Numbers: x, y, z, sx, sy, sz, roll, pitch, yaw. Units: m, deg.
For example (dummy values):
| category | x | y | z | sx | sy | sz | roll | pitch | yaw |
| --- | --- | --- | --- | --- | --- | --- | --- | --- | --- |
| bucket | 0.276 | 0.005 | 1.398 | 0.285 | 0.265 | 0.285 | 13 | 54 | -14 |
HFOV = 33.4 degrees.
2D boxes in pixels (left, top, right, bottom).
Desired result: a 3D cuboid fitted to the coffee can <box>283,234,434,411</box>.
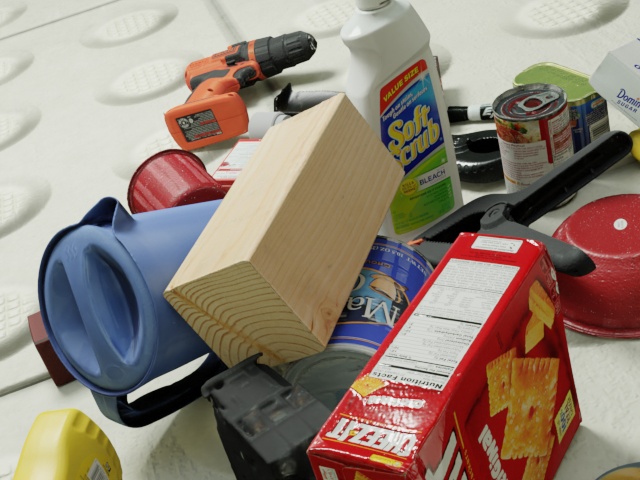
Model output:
| category | x | y | z | sx | sy | sz | roll | pitch | yaw |
| --- | --- | --- | --- | --- | --- | --- | --- | --- | --- |
| coffee can | 0.034 | 0.077 | 0.822 | 0.103 | 0.103 | 0.140 | -5 | 34 | 17 |

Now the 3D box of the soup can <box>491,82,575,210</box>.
| category | x | y | z | sx | sy | sz | roll | pitch | yaw |
| --- | --- | --- | --- | --- | --- | --- | --- | --- | --- |
| soup can | 0.201 | -0.086 | 0.994 | 0.068 | 0.102 | 0.068 | -12 | 33 | 7 |

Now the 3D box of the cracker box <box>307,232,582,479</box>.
| category | x | y | z | sx | sy | sz | roll | pitch | yaw |
| --- | --- | --- | --- | --- | --- | --- | --- | --- | --- |
| cracker box | 0.091 | 0.122 | 0.671 | 0.072 | 0.164 | 0.213 | 5 | 38 | 33 |

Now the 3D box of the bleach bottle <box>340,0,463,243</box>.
| category | x | y | z | sx | sy | sz | roll | pitch | yaw |
| --- | --- | --- | --- | --- | --- | --- | --- | --- | --- |
| bleach bottle | 0.062 | -0.111 | 0.954 | 0.102 | 0.251 | 0.068 | -24 | 33 | -12 |

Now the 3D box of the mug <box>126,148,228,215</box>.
| category | x | y | z | sx | sy | sz | roll | pitch | yaw |
| --- | --- | --- | --- | --- | --- | --- | --- | --- | --- |
| mug | -0.146 | -0.026 | 1.085 | 0.117 | 0.093 | 0.082 | -52 | 42 | 2 |

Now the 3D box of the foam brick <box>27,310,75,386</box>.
| category | x | y | z | sx | sy | sz | roll | pitch | yaw |
| --- | --- | --- | --- | --- | --- | --- | --- | --- | --- |
| foam brick | -0.218 | 0.086 | 0.969 | 0.078 | 0.053 | 0.051 | -24 | 33 | -13 |

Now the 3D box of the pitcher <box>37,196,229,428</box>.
| category | x | y | z | sx | sy | sz | roll | pitch | yaw |
| --- | --- | --- | --- | --- | --- | --- | --- | --- | --- |
| pitcher | -0.098 | 0.040 | 0.877 | 0.242 | 0.145 | 0.149 | -17 | -22 | -50 |

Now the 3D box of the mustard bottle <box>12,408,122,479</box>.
| category | x | y | z | sx | sy | sz | roll | pitch | yaw |
| --- | --- | --- | --- | --- | --- | --- | --- | --- | --- |
| mustard bottle | -0.190 | 0.212 | 0.724 | 0.058 | 0.096 | 0.191 | -7 | 34 | 13 |

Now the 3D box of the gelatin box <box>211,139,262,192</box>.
| category | x | y | z | sx | sy | sz | roll | pitch | yaw |
| --- | --- | --- | --- | --- | --- | --- | --- | --- | --- |
| gelatin box | -0.070 | -0.077 | 1.171 | 0.073 | 0.030 | 0.089 | 2 | 37 | 24 |

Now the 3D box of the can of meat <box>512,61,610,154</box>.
| category | x | y | z | sx | sy | sz | roll | pitch | yaw |
| --- | --- | --- | --- | --- | --- | --- | --- | --- | --- |
| can of meat | 0.237 | -0.120 | 1.047 | 0.057 | 0.084 | 0.102 | -29 | 35 | -20 |

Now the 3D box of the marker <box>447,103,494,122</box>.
| category | x | y | z | sx | sy | sz | roll | pitch | yaw |
| --- | --- | --- | --- | --- | --- | --- | --- | --- | --- |
| marker | 0.193 | -0.140 | 1.158 | 0.121 | 0.020 | 0.020 | -2 | 35 | 22 |

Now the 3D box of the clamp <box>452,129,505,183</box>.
| category | x | y | z | sx | sy | sz | roll | pitch | yaw |
| --- | --- | --- | --- | --- | --- | --- | --- | --- | --- |
| clamp | 0.139 | -0.091 | 1.092 | 0.172 | 0.039 | 0.120 | -2 | 40 | 16 |

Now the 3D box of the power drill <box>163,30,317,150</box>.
| category | x | y | z | sx | sy | sz | roll | pitch | yaw |
| --- | --- | --- | --- | --- | --- | --- | --- | --- | --- |
| power drill | -0.103 | -0.190 | 1.317 | 0.185 | 0.057 | 0.187 | -15 | 28 | 23 |

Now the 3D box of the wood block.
| category | x | y | z | sx | sy | sz | roll | pitch | yaw |
| --- | --- | --- | --- | --- | --- | --- | --- | --- | --- |
| wood block | -0.021 | -0.009 | 0.810 | 0.090 | 0.090 | 0.205 | -21 | 29 | 37 |

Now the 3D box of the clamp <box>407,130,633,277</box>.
| category | x | y | z | sx | sy | sz | roll | pitch | yaw |
| --- | --- | --- | --- | --- | --- | --- | --- | --- | --- |
| clamp | 0.157 | -0.006 | 0.891 | 0.210 | 0.036 | 0.164 | -23 | 27 | 35 |
